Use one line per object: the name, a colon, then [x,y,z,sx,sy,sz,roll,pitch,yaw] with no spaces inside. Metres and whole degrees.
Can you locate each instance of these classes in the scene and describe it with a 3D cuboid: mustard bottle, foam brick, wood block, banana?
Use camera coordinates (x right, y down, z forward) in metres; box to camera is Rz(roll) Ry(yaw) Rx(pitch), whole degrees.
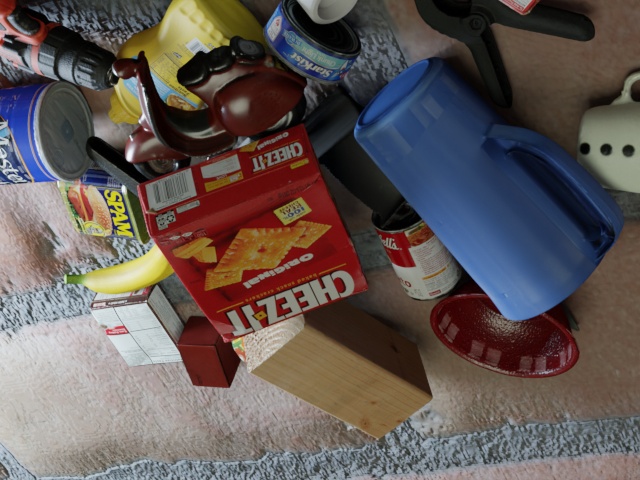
mustard bottle: [-0.145,-0.166,1.035,0.096,0.058,0.192,37,132,-26]
foam brick: [-0.137,0.138,1.320,0.053,0.051,0.078,1,132,17]
wood block: [0.019,0.129,1.189,0.205,0.091,0.090,33,118,-34]
banana: [-0.213,0.034,1.239,0.198,0.037,0.069,-19,167,39]

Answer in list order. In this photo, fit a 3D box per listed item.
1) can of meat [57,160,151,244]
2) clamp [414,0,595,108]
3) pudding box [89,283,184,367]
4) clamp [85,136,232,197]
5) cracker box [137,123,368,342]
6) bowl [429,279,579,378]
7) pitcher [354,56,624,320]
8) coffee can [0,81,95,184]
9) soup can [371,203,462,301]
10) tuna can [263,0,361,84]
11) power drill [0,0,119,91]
can of meat: [-0.232,-0.048,1.172,0.084,0.057,0.102,7,137,14]
clamp: [0.150,-0.199,0.925,0.171,0.039,0.120,41,129,-20]
pudding box: [-0.221,0.106,1.327,0.090,0.039,0.113,-9,130,24]
clamp: [-0.145,-0.033,1.102,0.165,0.036,0.210,0,124,17]
cracker box: [-0.057,0.001,1.024,0.164,0.072,0.213,-20,145,3]
bowl: [0.202,0.083,1.145,0.162,0.055,0.162,17,149,10]
pitcher: [0.154,-0.054,0.989,0.149,0.145,0.242,-42,105,11]
coffee can: [-0.323,-0.109,1.114,0.140,0.102,0.103,-2,131,20]
soup can: [0.102,0.005,1.109,0.069,0.068,0.102,-9,129,24]
tuna can: [-0.006,-0.181,0.957,0.086,0.086,0.034,30,123,-11]
power drill: [-0.283,-0.213,0.970,0.185,0.057,0.187,22,163,19]
